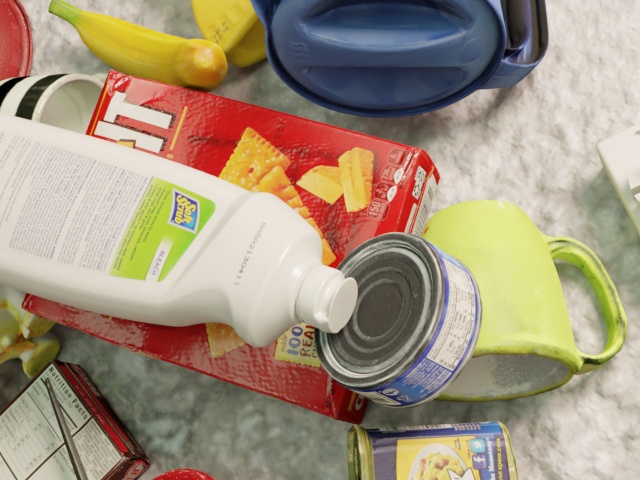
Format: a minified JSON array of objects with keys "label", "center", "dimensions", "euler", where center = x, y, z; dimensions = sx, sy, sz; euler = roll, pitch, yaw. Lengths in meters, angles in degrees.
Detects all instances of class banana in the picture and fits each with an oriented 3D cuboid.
[{"label":"banana","center":[-0.112,-0.124,0.714],"dimensions":[0.198,0.069,0.037],"euler":[23,97,44]}]

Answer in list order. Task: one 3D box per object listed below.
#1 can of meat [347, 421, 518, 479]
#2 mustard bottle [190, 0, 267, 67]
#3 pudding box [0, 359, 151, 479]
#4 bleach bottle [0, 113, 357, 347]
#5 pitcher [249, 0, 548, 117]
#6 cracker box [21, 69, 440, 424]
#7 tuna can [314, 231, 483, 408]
[{"label":"can of meat","center":[0.061,0.148,0.567],"dimensions":[0.084,0.057,0.102],"euler":[-3,73,-5]},{"label":"mustard bottle","center":[-0.071,-0.217,0.742],"dimensions":[0.096,0.058,0.192],"euler":[-39,64,15]},{"label":"pudding box","center":[-0.178,0.147,0.690],"dimensions":[0.113,0.039,0.090],"euler":[-44,64,3]},{"label":"bleach bottle","center":[-0.099,0.005,0.579],"dimensions":[0.251,0.068,0.102],"euler":[18,83,26]},{"label":"pitcher","center":[0.050,-0.203,0.645],"dimensions":[0.145,0.149,0.243],"euler":[-8,60,21]},{"label":"cracker box","center":[-0.054,0.001,0.651],"dimensions":[0.214,0.072,0.164],"euler":[16,82,18]},{"label":"tuna can","center":[0.038,0.040,0.542],"dimensions":[0.086,0.033,0.086],"euler":[-25,51,35]}]
